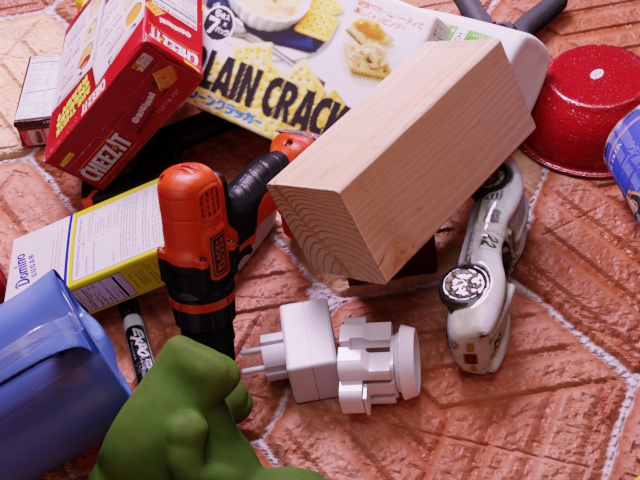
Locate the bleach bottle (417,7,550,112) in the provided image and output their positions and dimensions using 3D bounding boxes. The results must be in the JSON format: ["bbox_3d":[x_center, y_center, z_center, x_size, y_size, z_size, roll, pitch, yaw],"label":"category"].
[{"bbox_3d":[0.095,-0.173,1.037,0.251,0.068,0.102,24,91,43],"label":"bleach bottle"}]

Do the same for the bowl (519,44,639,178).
[{"bbox_3d":[0.257,-0.133,0.992,0.162,0.055,0.162,-5,47,5],"label":"bowl"}]

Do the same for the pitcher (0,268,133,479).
[{"bbox_3d":[-0.262,0.134,0.781,0.242,0.149,0.145,-32,37,-10],"label":"pitcher"}]

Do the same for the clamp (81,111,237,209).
[{"bbox_3d":[-0.176,-0.101,1.054,0.165,0.036,0.209,22,54,27],"label":"clamp"}]

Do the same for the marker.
[{"bbox_3d":[-0.151,0.089,0.889,0.020,0.020,0.121,-19,48,-7],"label":"marker"}]

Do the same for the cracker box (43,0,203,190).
[{"bbox_3d":[-0.179,-0.176,0.998,0.164,0.072,0.213,-43,35,30],"label":"cracker box"}]

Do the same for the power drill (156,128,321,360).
[{"bbox_3d":[-0.056,0.001,0.876,0.057,0.184,0.187,14,32,29],"label":"power drill"}]

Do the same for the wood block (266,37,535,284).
[{"bbox_3d":[0.069,-0.068,0.857,0.205,0.091,0.090,-44,31,-27],"label":"wood block"}]

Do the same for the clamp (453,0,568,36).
[{"bbox_3d":[0.174,-0.208,1.085,0.120,0.039,0.171,12,52,22],"label":"clamp"}]

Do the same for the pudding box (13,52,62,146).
[{"bbox_3d":[-0.265,-0.151,1.115,0.090,0.039,0.113,-6,46,5],"label":"pudding box"}]

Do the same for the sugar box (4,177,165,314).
[{"bbox_3d":[-0.185,0.012,0.918,0.176,0.048,0.093,-23,44,16],"label":"sugar box"}]
